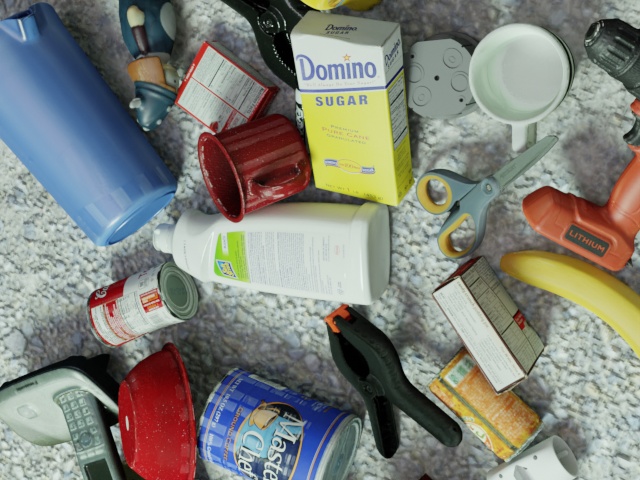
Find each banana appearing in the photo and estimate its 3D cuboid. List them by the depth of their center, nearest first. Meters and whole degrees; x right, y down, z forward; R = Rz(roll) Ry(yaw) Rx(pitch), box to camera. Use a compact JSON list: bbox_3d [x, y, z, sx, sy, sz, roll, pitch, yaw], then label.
[{"bbox_3d":[0.254,0.064,0.968,0.198,0.037,0.070,43,113,10],"label":"banana"}]

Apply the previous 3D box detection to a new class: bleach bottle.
[{"bbox_3d":[-0.057,0.001,1.076,0.251,0.068,0.102,7,111,24],"label":"bleach bottle"}]

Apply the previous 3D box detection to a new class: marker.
[{"bbox_3d":[-0.015,-0.120,1.028,0.020,0.020,0.121,18,135,19],"label":"marker"}]

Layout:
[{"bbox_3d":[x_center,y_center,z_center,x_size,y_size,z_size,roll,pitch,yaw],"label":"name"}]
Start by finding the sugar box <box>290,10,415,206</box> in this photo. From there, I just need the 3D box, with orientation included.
[{"bbox_3d":[0.031,-0.118,0.975,0.093,0.048,0.176,14,138,26],"label":"sugar box"}]

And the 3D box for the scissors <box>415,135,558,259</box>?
[{"bbox_3d":[0.139,-0.058,0.955,0.096,0.016,0.202,52,146,21],"label":"scissors"}]

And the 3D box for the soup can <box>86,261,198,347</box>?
[{"bbox_3d":[-0.191,0.069,1.148,0.102,0.068,0.068,-21,92,26],"label":"soup can"}]

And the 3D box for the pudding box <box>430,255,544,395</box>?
[{"bbox_3d":[0.155,0.076,0.984,0.039,0.089,0.113,-37,86,25],"label":"pudding box"}]

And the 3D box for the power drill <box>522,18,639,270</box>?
[{"bbox_3d":[0.254,-0.076,0.891,0.184,0.057,0.188,27,119,-17],"label":"power drill"}]

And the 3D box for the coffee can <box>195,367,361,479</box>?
[{"bbox_3d":[-0.042,0.202,1.092,0.140,0.102,0.103,20,108,19],"label":"coffee can"}]

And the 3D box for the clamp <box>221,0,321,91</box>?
[{"bbox_3d":[-0.036,-0.220,1.005,0.210,0.036,0.165,54,145,-6],"label":"clamp"}]

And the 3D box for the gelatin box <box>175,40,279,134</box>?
[{"bbox_3d":[-0.096,-0.148,1.080,0.089,0.030,0.073,37,112,13],"label":"gelatin box"}]

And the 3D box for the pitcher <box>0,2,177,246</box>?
[{"bbox_3d":[-0.265,-0.112,1.119,0.145,0.149,0.243,-39,88,11],"label":"pitcher"}]

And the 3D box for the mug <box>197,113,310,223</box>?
[{"bbox_3d":[-0.057,-0.070,1.028,0.117,0.081,0.093,33,140,53],"label":"mug"}]

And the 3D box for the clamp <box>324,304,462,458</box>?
[{"bbox_3d":[0.066,0.139,1.036,0.120,0.039,0.171,-16,108,46],"label":"clamp"}]

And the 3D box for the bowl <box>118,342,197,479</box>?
[{"bbox_3d":[-0.177,0.190,1.122,0.162,0.055,0.162,176,90,-69],"label":"bowl"}]
